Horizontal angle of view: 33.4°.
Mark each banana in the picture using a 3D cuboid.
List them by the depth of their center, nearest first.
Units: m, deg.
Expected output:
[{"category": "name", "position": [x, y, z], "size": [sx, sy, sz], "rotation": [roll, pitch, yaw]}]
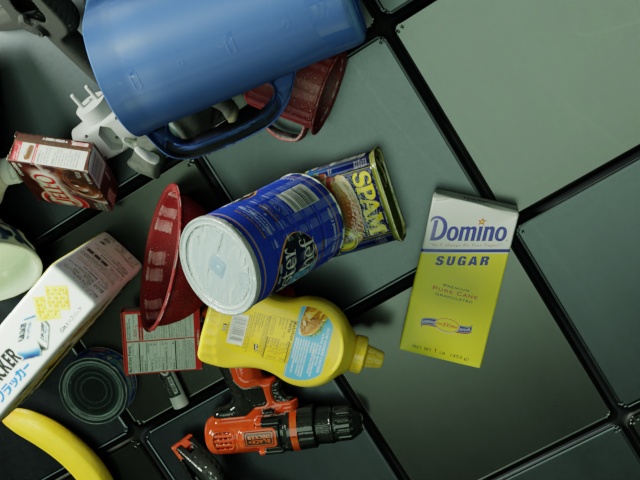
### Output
[{"category": "banana", "position": [-0.300, 0.266, 1.275], "size": [0.070, 0.037, 0.198], "rotation": [-36, 96, 14]}]

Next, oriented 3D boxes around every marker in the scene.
[{"category": "marker", "position": [-0.184, 0.138, 1.234], "size": [0.020, 0.020, 0.121], "rotation": [-21, 100, 13]}]

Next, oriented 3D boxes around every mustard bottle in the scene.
[{"category": "mustard bottle", "position": [-0.027, 0.103, 1.125], "size": [0.191, 0.058, 0.096], "rotation": [15, 98, -1]}]

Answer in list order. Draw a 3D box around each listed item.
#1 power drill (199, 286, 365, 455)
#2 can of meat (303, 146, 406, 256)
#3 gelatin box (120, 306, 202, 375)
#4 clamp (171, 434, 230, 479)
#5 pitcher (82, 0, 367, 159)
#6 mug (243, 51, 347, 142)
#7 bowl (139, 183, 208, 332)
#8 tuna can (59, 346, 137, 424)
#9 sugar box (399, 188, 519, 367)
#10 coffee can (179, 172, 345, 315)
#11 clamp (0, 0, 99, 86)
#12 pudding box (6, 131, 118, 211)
[{"category": "power drill", "position": [-0.051, 0.149, 1.196], "size": [0.184, 0.057, 0.187], "rotation": [-7, 102, 7]}, {"category": "can of meat", "position": [0.035, -0.039, 1.137], "size": [0.084, 0.057, 0.102], "rotation": [-16, 100, 15]}, {"category": "gelatin box", "position": [-0.179, 0.111, 1.205], "size": [0.089, 0.030, 0.073], "rotation": [-3, 98, -10]}, {"category": "clamp", "position": [-0.107, 0.300, 1.225], "size": [0.171, 0.039, 0.120], "rotation": [56, 145, -7]}, {"category": "pitcher", "position": [-0.082, -0.185, 0.986], "size": [0.243, 0.149, 0.145], "rotation": [-18, 69, 9]}, {"category": "mug", "position": [-0.030, -0.156, 1.105], "size": [0.081, 0.093, 0.117], "rotation": [22, 127, 7]}, {"category": "bowl", "position": [-0.148, 0.022, 1.143], "size": [0.055, 0.162, 0.162], "rotation": [10, 107, -21]}, {"category": "tuna can", "position": [-0.260, 0.170, 1.246], "size": [0.086, 0.033, 0.086], "rotation": [2, 104, 8]}, {"category": "sugar box", "position": [0.148, 0.040, 1.144], "size": [0.093, 0.048, 0.176], "rotation": [12, 107, 6]}, {"category": "coffee can", "position": [-0.057, 0.001, 1.076], "size": [0.103, 0.140, 0.103], "rotation": [19, 123, 33]}, {"category": "clamp", "position": [-0.275, -0.221, 1.080], "size": [0.164, 0.210, 0.036], "rotation": [28, 75, -6]}, {"category": "pudding box", "position": [-0.274, -0.072, 1.149], "size": [0.090, 0.113, 0.039], "rotation": [8, 68, 6]}]
